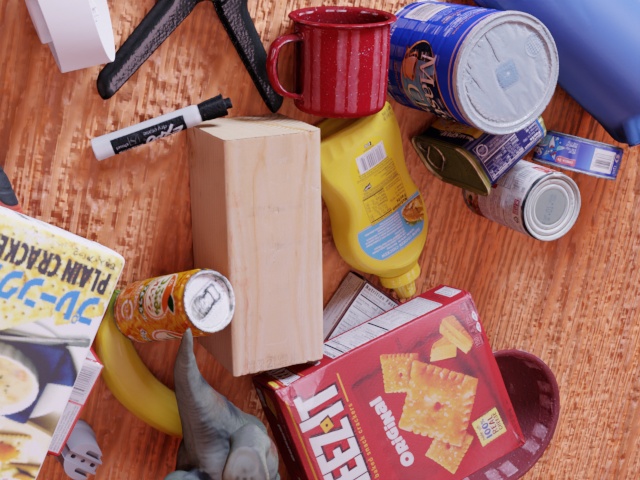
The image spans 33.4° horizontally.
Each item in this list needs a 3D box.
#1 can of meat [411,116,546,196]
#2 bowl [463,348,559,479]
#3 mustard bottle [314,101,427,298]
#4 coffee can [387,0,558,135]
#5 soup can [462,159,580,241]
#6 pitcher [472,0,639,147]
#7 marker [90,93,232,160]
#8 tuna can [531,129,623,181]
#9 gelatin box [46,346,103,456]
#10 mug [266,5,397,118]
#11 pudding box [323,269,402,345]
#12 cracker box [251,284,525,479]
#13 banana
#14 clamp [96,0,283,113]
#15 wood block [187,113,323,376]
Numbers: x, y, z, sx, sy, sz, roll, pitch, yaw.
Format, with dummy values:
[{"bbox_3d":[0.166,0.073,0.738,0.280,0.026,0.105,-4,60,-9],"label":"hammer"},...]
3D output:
[{"bbox_3d":[0.148,-0.096,0.996,0.084,0.102,0.057,-43,119,-11],"label":"can of meat"},{"bbox_3d":[0.169,0.180,1.117,0.161,0.055,0.162,-8,109,-24],"label":"bowl"},{"bbox_3d":[0.051,-0.028,0.992,0.096,0.058,0.191,-36,119,-26],"label":"mustard bottle"},{"bbox_3d":[0.126,-0.156,0.942,0.102,0.140,0.103,-8,109,-24],"label":"coffee can"},{"bbox_3d":[0.193,-0.044,1.032,0.068,0.102,0.068,-8,109,-24],"label":"soup can"},{"bbox_3d":[0.252,-0.214,1.004,0.242,0.149,0.145,33,106,-27],"label":"pitcher"},{"bbox_3d":[-0.131,-0.095,0.888,0.121,0.020,0.020,-20,114,-3],"label":"marker"},{"bbox_3d":[0.255,-0.086,1.059,0.086,0.086,0.034,9,100,-28],"label":"tuna can"},{"bbox_3d":[-0.222,0.126,0.899,0.030,0.073,0.089,25,95,-29],"label":"gelatin box"},{"bbox_3d":[0.007,-0.152,0.915,0.117,0.093,0.081,-12,115,-30],"label":"mug"},{"bbox_3d":[0.036,0.099,1.038,0.090,0.039,0.113,35,86,-29],"label":"pudding box"},{"bbox_3d":[0.067,0.159,0.990,0.213,0.072,0.164,-25,102,-19],"label":"cracker box"},{"bbox_3d":[-0.142,0.134,0.961,0.069,0.037,0.197,-43,119,-8],"label":"banana"},{"bbox_3d":[-0.085,-0.204,0.884,0.164,0.036,0.210,8,106,-29],"label":"clamp"},{"bbox_3d":[-0.056,0.001,0.931,0.090,0.091,0.206,-9,109,-24],"label":"wood block"}]
